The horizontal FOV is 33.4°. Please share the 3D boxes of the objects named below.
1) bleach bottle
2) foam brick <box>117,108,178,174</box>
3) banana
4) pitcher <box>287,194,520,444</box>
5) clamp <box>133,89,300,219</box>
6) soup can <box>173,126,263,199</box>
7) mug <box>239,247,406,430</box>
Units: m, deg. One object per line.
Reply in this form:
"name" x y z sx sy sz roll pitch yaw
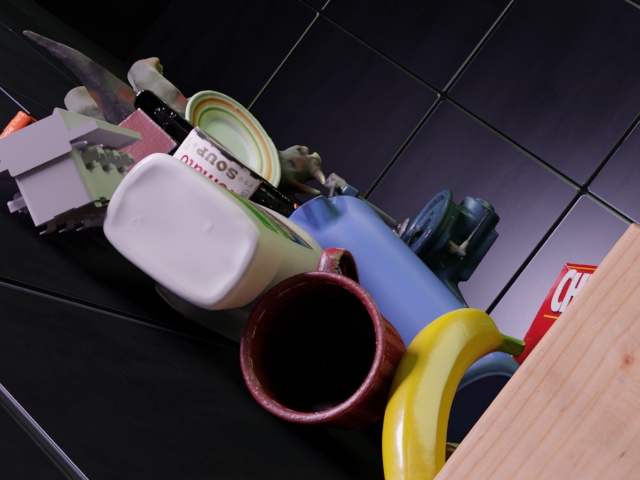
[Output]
"bleach bottle" -0.055 0.001 0.745 0.102 0.068 0.250 37 5 11
"foam brick" -0.160 -0.068 0.950 0.053 0.051 0.078 43 -19 11
"banana" 0.074 0.096 0.640 0.069 0.037 0.197 35 42 4
"pitcher" 0.058 0.082 0.877 0.149 0.145 0.243 18 19 -40
"clamp" -0.078 -0.056 1.028 0.209 0.036 0.165 37 7 -40
"soup can" -0.099 -0.027 0.819 0.068 0.102 0.068 37 4 -3
"mug" 0.008 0.063 0.675 0.093 0.117 0.081 -3 -18 20
